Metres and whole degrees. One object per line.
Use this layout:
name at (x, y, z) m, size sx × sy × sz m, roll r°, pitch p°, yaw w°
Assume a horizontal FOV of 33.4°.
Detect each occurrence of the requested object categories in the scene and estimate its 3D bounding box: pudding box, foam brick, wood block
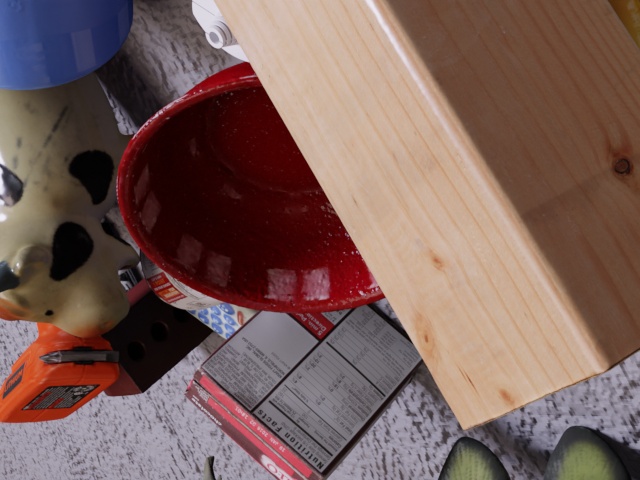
pudding box at (-0.006, 0.075, 0.596) m, size 0.090 × 0.113 × 0.039 m, roll 41°, pitch 142°, yaw 9°
foam brick at (-0.123, 0.064, 0.743) m, size 0.051 × 0.078 × 0.053 m, roll -11°, pitch 115°, yaw 53°
wood block at (0.050, -0.050, 0.382) m, size 0.206 × 0.090 × 0.090 m, roll 60°, pitch 151°, yaw 9°

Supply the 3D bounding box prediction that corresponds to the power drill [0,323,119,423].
power drill at (-0.194, 0.023, 0.716) m, size 0.185 × 0.057 × 0.187 m, roll -37°, pitch 60°, yaw 50°

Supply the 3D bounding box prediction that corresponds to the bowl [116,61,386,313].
bowl at (-0.012, -0.034, 0.509) m, size 0.162 × 0.055 × 0.162 m, roll 2°, pitch 140°, yaw 1°

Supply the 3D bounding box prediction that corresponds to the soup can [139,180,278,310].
soup can at (-0.054, 0.001, 0.614) m, size 0.068 × 0.068 × 0.102 m, roll 55°, pitch 146°, yaw -11°
